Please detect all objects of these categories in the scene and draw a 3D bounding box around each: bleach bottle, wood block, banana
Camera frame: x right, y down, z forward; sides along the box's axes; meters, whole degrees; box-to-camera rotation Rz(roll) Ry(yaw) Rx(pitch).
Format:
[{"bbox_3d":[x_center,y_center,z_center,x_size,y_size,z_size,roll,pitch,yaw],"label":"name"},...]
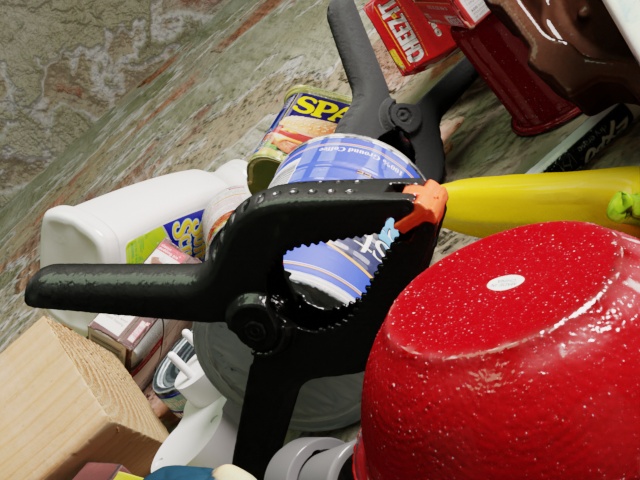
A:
[{"bbox_3d":[-0.117,-0.016,0.874,0.250,0.068,0.103,-34,-39,-50],"label":"bleach bottle"},{"bbox_3d":[-0.206,0.157,0.669,0.206,0.090,0.090,-42,59,1],"label":"wood block"},{"bbox_3d":[0.115,-0.018,0.506,0.198,0.069,0.037,180,103,-71],"label":"banana"}]

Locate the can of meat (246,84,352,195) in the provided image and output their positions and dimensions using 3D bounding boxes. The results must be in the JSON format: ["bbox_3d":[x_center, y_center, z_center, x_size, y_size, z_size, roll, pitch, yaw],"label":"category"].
[{"bbox_3d":[0.006,-0.058,0.771,0.057,0.102,0.083,93,-162,-46],"label":"can of meat"}]

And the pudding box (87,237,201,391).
[{"bbox_3d":[-0.129,0.064,0.784,0.090,0.039,0.114,-54,-8,-31],"label":"pudding box"}]

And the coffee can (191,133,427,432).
[{"bbox_3d":[0.002,0.019,0.586,0.103,0.102,0.140,-30,21,33],"label":"coffee can"}]

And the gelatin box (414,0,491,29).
[{"bbox_3d":[0.105,-0.169,0.656,0.089,0.030,0.073,-42,19,-1],"label":"gelatin box"}]

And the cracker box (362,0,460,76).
[{"bbox_3d":[0.162,-0.210,0.787,0.214,0.072,0.163,-23,9,47],"label":"cracker box"}]

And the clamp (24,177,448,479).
[{"bbox_3d":[-0.021,0.043,0.493,0.210,0.164,0.036,-28,14,28],"label":"clamp"}]

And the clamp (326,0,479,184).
[{"bbox_3d":[0.042,-0.087,0.719,0.039,0.120,0.171,122,168,-66],"label":"clamp"}]

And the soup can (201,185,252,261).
[{"bbox_3d":[-0.055,0.001,0.804,0.068,0.068,0.102,-41,17,4],"label":"soup can"}]

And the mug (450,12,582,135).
[{"bbox_3d":[0.135,-0.130,0.690,0.093,0.081,0.117,-42,18,1],"label":"mug"}]

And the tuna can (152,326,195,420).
[{"bbox_3d":[-0.070,0.080,0.704,0.086,0.033,0.086,-37,18,14],"label":"tuna can"}]

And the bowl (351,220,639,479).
[{"bbox_3d":[0.077,0.039,0.401,0.162,0.055,0.162,-22,20,8],"label":"bowl"}]
